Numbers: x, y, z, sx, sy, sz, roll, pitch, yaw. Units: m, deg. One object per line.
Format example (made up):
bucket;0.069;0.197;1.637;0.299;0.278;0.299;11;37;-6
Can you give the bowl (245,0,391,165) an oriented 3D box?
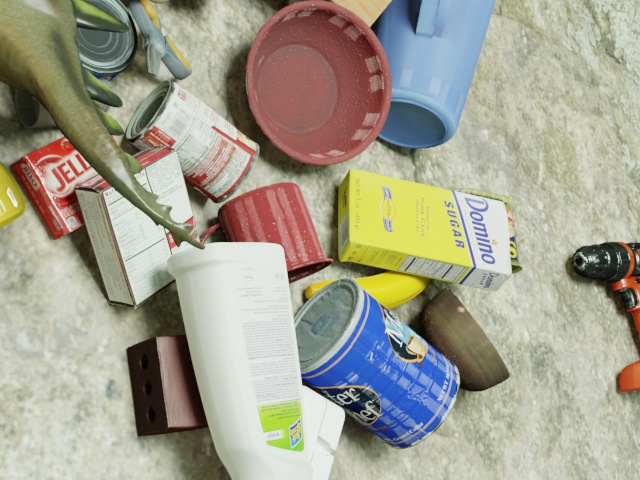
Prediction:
bowl;-0.011;-0.154;1.064;0.161;0.055;0.162;-1;91;-27

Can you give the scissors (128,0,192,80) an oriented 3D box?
scissors;-0.134;-0.156;0.932;0.096;0.016;0.202;52;8;-37

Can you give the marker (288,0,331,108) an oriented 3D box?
marker;-0.011;-0.197;1.122;0.020;0.020;0.121;-8;81;-42

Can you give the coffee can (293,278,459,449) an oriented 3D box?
coffee can;0.047;0.117;1.007;0.140;0.103;0.102;40;53;-24

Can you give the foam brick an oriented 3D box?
foam brick;-0.124;0.122;0.894;0.051;0.053;0.078;1;74;-40

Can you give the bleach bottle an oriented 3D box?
bleach bottle;-0.058;0.130;0.872;0.102;0.068;0.251;1;77;-50

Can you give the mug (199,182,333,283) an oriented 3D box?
mug;-0.056;0.001;0.979;0.117;0.093;0.081;-19;81;-6

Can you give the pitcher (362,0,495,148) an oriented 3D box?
pitcher;0.119;-0.232;1.162;0.149;0.145;0.242;34;59;-35

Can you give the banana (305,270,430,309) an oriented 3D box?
banana;0.065;0.039;1.097;0.070;0.037;0.197;44;43;15

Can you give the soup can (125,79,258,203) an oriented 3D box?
soup can;-0.115;-0.089;0.963;0.102;0.069;0.068;36;55;-26

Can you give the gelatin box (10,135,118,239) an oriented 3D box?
gelatin box;-0.204;-0.053;0.901;0.089;0.030;0.073;-35;99;-42

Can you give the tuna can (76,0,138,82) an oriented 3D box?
tuna can;-0.205;-0.180;0.942;0.086;0.034;0.086;15;66;-36

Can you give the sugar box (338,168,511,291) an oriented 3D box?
sugar box;0.106;-0.011;1.091;0.176;0.048;0.093;9;56;-13

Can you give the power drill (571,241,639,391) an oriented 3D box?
power drill;0.392;0.092;1.338;0.184;0.057;0.187;1;75;-40

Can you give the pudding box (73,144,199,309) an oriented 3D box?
pudding box;-0.150;-0.012;0.901;0.089;0.039;0.113;-35;122;-41
